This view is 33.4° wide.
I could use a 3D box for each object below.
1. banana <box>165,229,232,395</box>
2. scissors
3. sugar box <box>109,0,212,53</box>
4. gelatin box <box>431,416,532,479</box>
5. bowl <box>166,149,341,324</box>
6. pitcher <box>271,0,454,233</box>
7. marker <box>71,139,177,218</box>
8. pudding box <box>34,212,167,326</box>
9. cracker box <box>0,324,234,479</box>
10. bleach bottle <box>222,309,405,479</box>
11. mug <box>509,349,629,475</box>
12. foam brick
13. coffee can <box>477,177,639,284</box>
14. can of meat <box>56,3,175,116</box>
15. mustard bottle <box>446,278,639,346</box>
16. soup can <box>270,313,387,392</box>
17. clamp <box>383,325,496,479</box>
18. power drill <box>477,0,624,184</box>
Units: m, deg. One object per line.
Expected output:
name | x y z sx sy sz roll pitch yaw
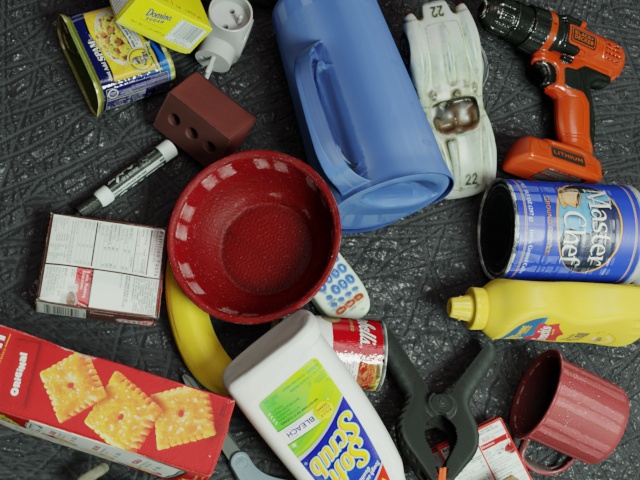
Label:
banana | -0.112 0.065 1.005 0.069 0.037 0.198 -11 74 -34
scissors | -0.053 0.205 0.980 0.096 0.016 0.202 -14 76 -19
sugar box | -0.173 -0.269 1.046 0.093 0.048 0.176 19 42 -47
gelatin box | 0.156 0.222 1.015 0.073 0.030 0.089 -22 78 -17
bowl | -0.056 0.001 0.980 0.162 0.055 0.162 -3 76 10
pitcher | 0.028 -0.139 1.049 0.144 0.149 0.243 -12 72 -17
marker | -0.190 -0.057 1.035 0.121 0.020 0.020 -40 84 -21
pudding box | -0.203 0.027 0.994 0.113 0.039 0.090 9 70 -12
cracker box | -0.185 0.138 0.885 0.213 0.164 0.072 19 72 -3
bleach bottle | 0.025 0.187 0.949 0.102 0.068 0.250 -38 105 0
mug | 0.235 0.173 1.025 0.081 0.093 0.117 25 97 -9
foam brick | -0.113 -0.116 1.046 0.078 0.053 0.051 38 43 2
coffee can | 0.241 -0.008 1.072 0.140 0.103 0.103 2 71 -12
can of meat | -0.202 -0.184 1.055 0.083 0.057 0.102 -22 79 -21
mustard bottle | 0.217 0.069 1.044 0.191 0.096 0.058 4 72 -12
soup can | 0.005 0.105 0.999 0.102 0.069 0.068 6 71 -10
clamp | 0.119 0.156 1.005 0.120 0.039 0.171 -2 57 -6
power drill | 0.240 -0.156 1.131 0.184 0.057 0.187 16 71 -21
